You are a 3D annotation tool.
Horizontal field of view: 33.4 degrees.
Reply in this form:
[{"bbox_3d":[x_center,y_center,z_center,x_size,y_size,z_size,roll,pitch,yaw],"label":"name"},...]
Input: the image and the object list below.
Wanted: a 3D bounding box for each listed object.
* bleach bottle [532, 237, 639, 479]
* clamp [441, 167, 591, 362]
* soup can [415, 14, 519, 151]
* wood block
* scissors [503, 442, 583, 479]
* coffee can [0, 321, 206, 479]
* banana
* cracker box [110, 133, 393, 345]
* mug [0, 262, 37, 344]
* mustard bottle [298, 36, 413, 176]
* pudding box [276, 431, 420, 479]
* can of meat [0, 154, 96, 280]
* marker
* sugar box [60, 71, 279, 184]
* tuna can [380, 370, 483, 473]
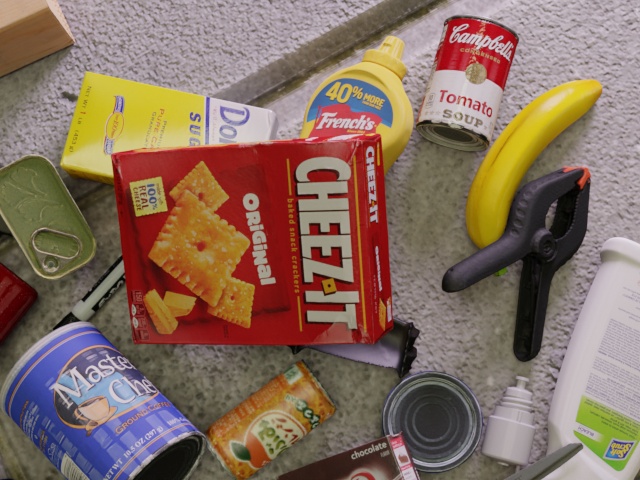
[{"bbox_3d":[0.233,0.131,0.882,0.102,0.068,0.251,26,85,8],"label":"bleach bottle"},{"bbox_3d":[0.183,0.015,0.907,0.171,0.039,0.120,-48,123,-16],"label":"clamp"},{"bbox_3d":[0.128,-0.137,0.933,0.068,0.068,0.102,16,82,6],"label":"soup can"},{"bbox_3d":[-0.342,-0.187,0.960,0.206,0.090,0.091,-25,79,-2],"label":"wood block"},{"bbox_3d":[0.111,0.207,0.875,0.096,0.016,0.202,43,99,18],"label":"scissors"},{"bbox_3d":[-0.177,0.149,0.868,0.140,0.102,0.103,40,84,21],"label":"coffee can"},{"bbox_3d":[0.177,-0.070,0.930,0.037,0.069,0.198,24,81,52],"label":"banana"},{"bbox_3d":[-0.056,0.001,0.869,0.214,0.072,0.164,-2,99,18],"label":"cracker box"},{"bbox_3d":[-0.307,0.047,0.921,0.117,0.093,0.081,31,77,31],"label":"mug"},{"bbox_3d":[0.027,-0.092,0.934,0.096,0.058,0.191,21,80,27],"label":"mustard bottle"},{"bbox_3d":[0.030,0.217,0.871,0.114,0.039,0.090,-25,79,21],"label":"pudding box"},{"bbox_3d":[-0.235,-0.022,0.911,0.057,0.084,0.102,-30,100,-9],"label":"can of meat"},{"bbox_3d":[-0.192,0.044,0.944,0.020,0.020,0.121,42,85,9],"label":"marker"},{"bbox_3d":[-0.133,-0.086,0.951,0.176,0.048,0.093,11,81,7],"label":"sugar box"},{"bbox_3d":[0.093,0.153,0.899,0.086,0.034,0.086,-1,80,3],"label":"tuna can"}]
